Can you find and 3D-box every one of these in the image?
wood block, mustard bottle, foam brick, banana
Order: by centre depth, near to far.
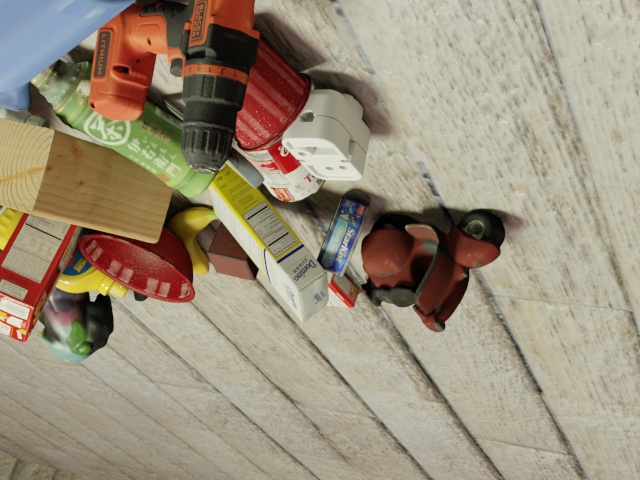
[{"bbox_3d":[-0.263,-0.062,1.175,0.091,0.090,0.205,15,179,30],"label":"wood block"},{"bbox_3d":[-0.095,0.000,1.289,0.051,0.078,0.053,12,153,17],"label":"foam brick"},{"bbox_3d":[-0.168,0.000,1.393,0.069,0.037,0.198,24,155,-3],"label":"banana"},{"bbox_3d":[-0.339,0.015,1.434,0.191,0.096,0.058,36,147,-2],"label":"mustard bottle"}]

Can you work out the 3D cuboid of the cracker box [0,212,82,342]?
[{"bbox_3d":[-0.341,0.002,1.313,0.072,0.213,0.164,25,155,-8],"label":"cracker box"}]

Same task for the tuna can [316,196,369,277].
[{"bbox_3d":[0.024,-0.005,1.180,0.034,0.086,0.086,21,156,-1],"label":"tuna can"}]

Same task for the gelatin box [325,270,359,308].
[{"bbox_3d":[-0.005,0.058,1.399,0.089,0.030,0.073,3,152,33],"label":"gelatin box"}]

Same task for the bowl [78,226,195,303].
[{"bbox_3d":[-0.223,0.016,1.358,0.162,0.055,0.162,20,155,9],"label":"bowl"}]

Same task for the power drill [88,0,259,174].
[{"bbox_3d":[-0.126,-0.145,0.909,0.057,0.184,0.188,14,172,-42],"label":"power drill"}]

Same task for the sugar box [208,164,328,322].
[{"bbox_3d":[-0.058,0.001,1.198,0.176,0.048,0.093,48,165,20],"label":"sugar box"}]

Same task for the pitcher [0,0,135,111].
[{"bbox_3d":[-0.257,-0.221,0.911,0.149,0.145,0.243,22,155,-37],"label":"pitcher"}]

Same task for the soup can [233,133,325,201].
[{"bbox_3d":[-0.040,-0.092,1.068,0.069,0.068,0.102,7,153,26],"label":"soup can"}]

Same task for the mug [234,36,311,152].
[{"bbox_3d":[-0.076,-0.140,0.974,0.081,0.093,0.117,41,151,-30],"label":"mug"}]

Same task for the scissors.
[{"bbox_3d":[-0.123,-0.115,1.029,0.202,0.016,0.096,42,174,36],"label":"scissors"}]
